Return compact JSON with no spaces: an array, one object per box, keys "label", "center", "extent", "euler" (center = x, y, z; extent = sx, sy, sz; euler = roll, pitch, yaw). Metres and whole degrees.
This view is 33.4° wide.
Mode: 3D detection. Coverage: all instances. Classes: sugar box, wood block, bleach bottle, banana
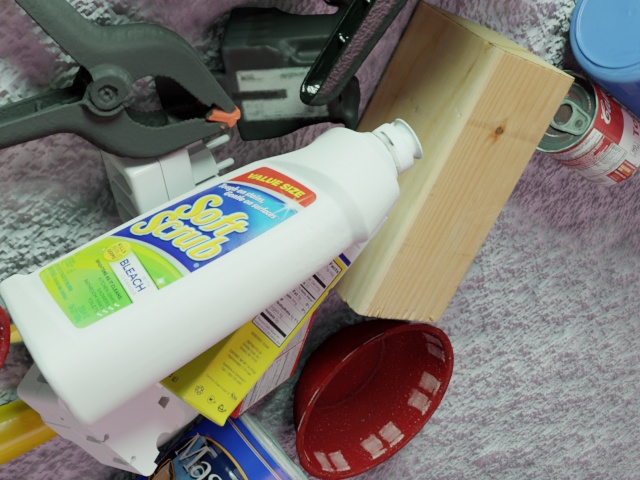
[{"label":"sugar box","center":[-0.044,0.028,0.702],"extent":[0.176,0.093,0.048],"euler":[-53,127,-10]},{"label":"wood block","center":[0.079,-0.052,0.769],"extent":[0.090,0.090,0.206],"euler":[9,115,-43]},{"label":"bleach bottle","center":[-0.054,0.001,0.621],"extent":[0.250,0.103,0.068],"euler":[-33,133,-12]},{"label":"banana","center":[-0.237,0.141,0.673],"extent":[0.197,0.070,0.037],"euler":[-23,98,-44]}]

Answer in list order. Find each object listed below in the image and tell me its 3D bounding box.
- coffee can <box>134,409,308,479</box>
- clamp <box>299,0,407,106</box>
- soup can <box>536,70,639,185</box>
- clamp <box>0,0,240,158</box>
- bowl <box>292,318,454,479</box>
[{"label":"coffee can","center":[-0.087,0.202,0.818],"extent":[0.140,0.103,0.102],"euler":[-41,139,-7]},{"label":"clamp","center":[0.047,-0.181,0.555],"extent":[0.210,0.036,0.164],"euler":[-31,129,4]},{"label":"soup can","center":[0.217,-0.089,0.873],"extent":[0.102,0.069,0.068],"euler":[21,106,-48]},{"label":"clamp","center":[-0.131,-0.080,0.592],"extent":[0.171,0.039,0.120],"euler":[20,116,-31]},{"label":"bowl","center":[0.033,0.122,0.894],"extent":[0.161,0.055,0.162],"euler":[-23,134,-26]}]
